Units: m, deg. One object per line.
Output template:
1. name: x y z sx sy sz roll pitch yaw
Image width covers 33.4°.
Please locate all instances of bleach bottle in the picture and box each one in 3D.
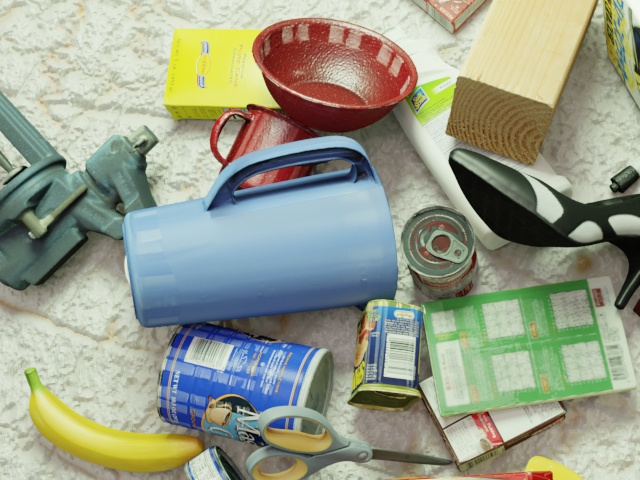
1. bleach bottle: 0.138 -0.117 1.059 0.102 0.068 0.251 -30 68 -2

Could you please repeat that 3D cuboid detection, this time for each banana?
1. banana: -0.208 0.189 1.038 0.198 0.070 0.037 19 34 11

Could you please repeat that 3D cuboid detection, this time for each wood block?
1. wood block: 0.199 -0.186 1.014 0.091 0.090 0.206 21 60 11

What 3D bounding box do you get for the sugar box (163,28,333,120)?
1. sugar box: -0.071 -0.174 1.124 0.176 0.048 0.093 1 74 13

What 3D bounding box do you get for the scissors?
1. scissors: 0.019 0.201 0.960 0.096 0.201 0.016 -50 33 21

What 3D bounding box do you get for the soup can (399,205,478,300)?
1. soup can: 0.113 0.015 1.002 0.068 0.102 0.068 -3 73 10

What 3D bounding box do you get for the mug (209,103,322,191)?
1. mug: -0.059 -0.085 1.064 0.093 0.117 0.081 19 81 57

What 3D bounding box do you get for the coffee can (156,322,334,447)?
1. coffee can: -0.069 0.138 1.001 0.140 0.102 0.103 11 76 14

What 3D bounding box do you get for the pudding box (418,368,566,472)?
1. pudding box: 0.157 0.148 0.988 0.113 0.039 0.090 -27 68 -1

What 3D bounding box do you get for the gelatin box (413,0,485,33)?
1. gelatin box: 0.132 -0.273 1.121 0.073 0.030 0.089 -45 71 -4

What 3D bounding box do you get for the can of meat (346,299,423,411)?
1. can of meat: 0.061 0.108 0.985 0.057 0.102 0.084 8 72 -5

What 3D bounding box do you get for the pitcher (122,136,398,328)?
1. pitcher: -0.056 0.001 0.984 0.242 0.145 0.149 -8 80 -9

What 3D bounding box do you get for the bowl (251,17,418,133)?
1. bowl: 0.010 -0.152 1.032 0.162 0.055 0.162 7 40 -6

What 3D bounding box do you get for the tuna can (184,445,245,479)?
1. tuna can: -0.088 0.233 0.987 0.033 0.086 0.086 -34 71 -2
